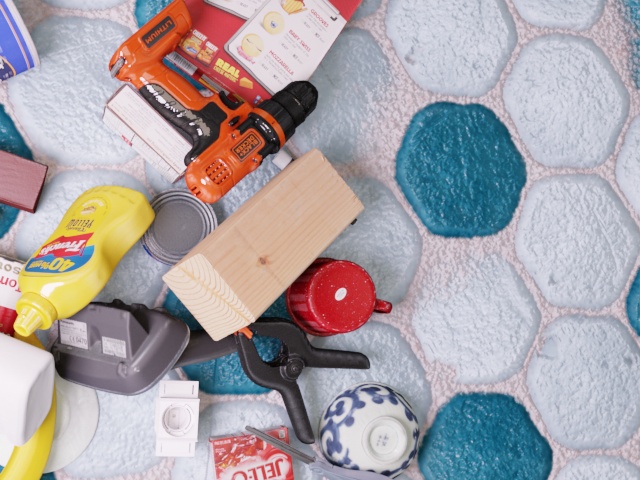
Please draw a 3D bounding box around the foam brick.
[{"bbox_3d":[-0.334,-0.066,1.135,0.078,0.053,0.051,20,82,-13],"label":"foam brick"}]

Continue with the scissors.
[{"bbox_3d":[0.017,0.250,1.174,0.201,0.096,0.016,41,51,-28],"label":"scissors"}]

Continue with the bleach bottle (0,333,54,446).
[{"bbox_3d":[-0.388,0.109,1.048,0.251,0.103,0.068,21,40,7],"label":"bleach bottle"}]

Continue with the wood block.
[{"bbox_3d":[-0.057,0.001,1.144,0.091,0.090,0.205,51,51,-7],"label":"wood block"}]

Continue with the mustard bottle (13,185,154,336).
[{"bbox_3d":[-0.253,0.024,1.092,0.191,0.096,0.058,-61,142,-40],"label":"mustard bottle"}]

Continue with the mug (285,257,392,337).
[{"bbox_3d":[0.025,0.066,1.205,0.117,0.082,0.093,15,83,-13],"label":"mug"}]

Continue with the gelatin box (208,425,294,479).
[{"bbox_3d":[-0.076,0.251,1.195,0.089,0.030,0.073,-7,89,-15],"label":"gelatin box"}]

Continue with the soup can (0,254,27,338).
[{"bbox_3d":[-0.342,0.067,1.118,0.068,0.069,0.102,19,81,-13],"label":"soup can"}]

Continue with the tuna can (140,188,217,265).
[{"bbox_3d":[-0.159,-0.014,1.187,0.086,0.034,0.086,1,86,-15],"label":"tuna can"}]

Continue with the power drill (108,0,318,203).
[{"bbox_3d":[-0.112,-0.158,1.113,0.187,0.057,0.184,48,63,-6],"label":"power drill"}]

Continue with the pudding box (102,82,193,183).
[{"bbox_3d":[-0.184,-0.114,1.157,0.113,0.090,0.039,42,78,-8],"label":"pudding box"}]

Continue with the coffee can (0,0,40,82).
[{"bbox_3d":[-0.377,-0.199,1.106,0.140,0.103,0.103,-29,94,-14],"label":"coffee can"}]

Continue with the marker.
[{"bbox_3d":[-0.005,-0.060,1.237,0.121,0.020,0.020,41,78,-9],"label":"marker"}]

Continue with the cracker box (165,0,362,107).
[{"bbox_3d":[-0.062,-0.256,1.207,0.164,0.072,0.213,34,78,-11],"label":"cracker box"}]

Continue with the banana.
[{"bbox_3d":[-0.306,0.191,1.104,0.069,0.037,0.198,21,78,-46],"label":"banana"}]

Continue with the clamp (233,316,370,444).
[{"bbox_3d":[-0.035,0.148,1.177,0.171,0.039,0.120,31,81,-23],"label":"clamp"}]
